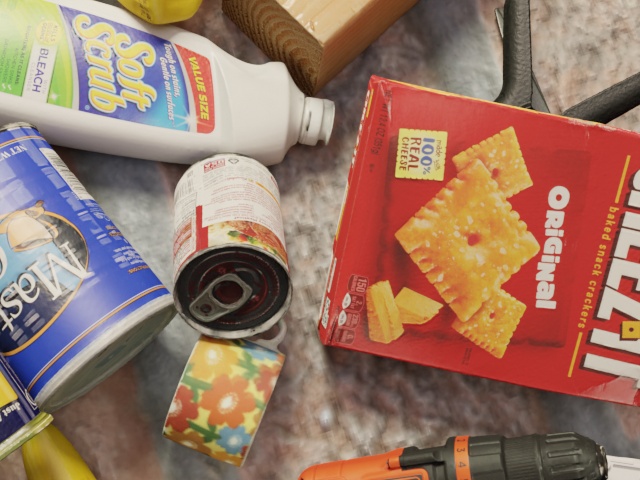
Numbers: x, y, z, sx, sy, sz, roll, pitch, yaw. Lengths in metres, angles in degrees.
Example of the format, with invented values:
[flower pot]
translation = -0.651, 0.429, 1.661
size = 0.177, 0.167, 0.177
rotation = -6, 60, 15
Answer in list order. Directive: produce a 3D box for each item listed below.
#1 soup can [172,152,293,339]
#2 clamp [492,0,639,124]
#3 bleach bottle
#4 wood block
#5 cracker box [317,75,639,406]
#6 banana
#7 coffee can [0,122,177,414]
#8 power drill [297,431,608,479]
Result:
[soup can]
translation = -0.054, 0.001, 0.638
size = 0.068, 0.068, 0.102
rotation = -1, 36, -7
[clamp]
translation = 0.135, -0.083, 0.703
size = 0.120, 0.039, 0.171
rotation = 40, 89, 18
[bleach bottle]
translation = -0.115, -0.104, 0.684
size = 0.250, 0.068, 0.102
rotation = 9, 77, -6
[wood block]
translation = 0.039, -0.205, 0.709
size = 0.206, 0.090, 0.091
rotation = -43, 84, -13
[cracker box]
translation = 0.118, 0.002, 0.650
size = 0.213, 0.072, 0.164
rotation = 12, 101, -3
[banana]
translation = -0.131, 0.173, 0.596
size = 0.037, 0.069, 0.198
rotation = -37, 55, -3
[coffee can]
translation = -0.166, 0.016, 0.629
size = 0.102, 0.103, 0.140
rotation = -39, 84, -13
[power drill]
translation = 0.084, 0.208, 0.613
size = 0.185, 0.057, 0.187
rotation = -12, 77, 16
